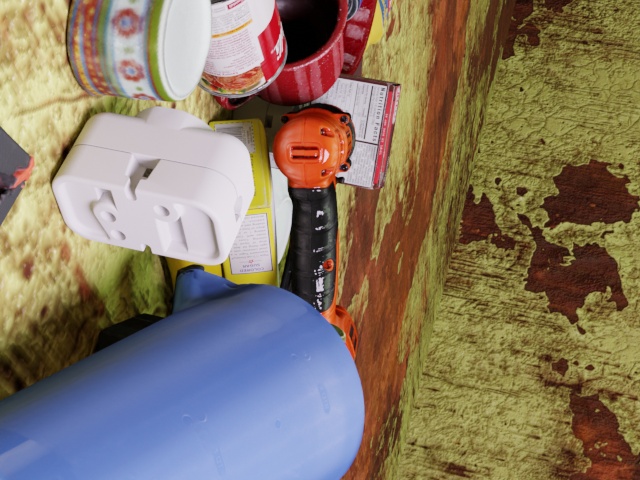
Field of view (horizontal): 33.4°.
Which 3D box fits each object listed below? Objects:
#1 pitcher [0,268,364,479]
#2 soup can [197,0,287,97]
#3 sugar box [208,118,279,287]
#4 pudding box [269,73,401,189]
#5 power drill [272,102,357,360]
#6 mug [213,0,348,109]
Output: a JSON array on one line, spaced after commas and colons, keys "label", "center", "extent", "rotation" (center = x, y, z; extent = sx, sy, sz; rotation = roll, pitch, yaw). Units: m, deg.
[{"label": "pitcher", "center": [-0.085, 0.121, 0.530], "extent": [0.242, 0.149, 0.145], "rotation": [-22, 131, -57]}, {"label": "soup can", "center": [-0.061, -0.143, 0.657], "extent": [0.102, 0.068, 0.068], "rotation": [75, 29, -65]}, {"label": "sugar box", "center": [-0.056, 0.001, 0.818], "extent": [0.176, 0.048, 0.093], "rotation": [91, -6, -49]}, {"label": "pudding box", "center": [0.006, -0.097, 0.898], "extent": [0.039, 0.114, 0.090], "rotation": [-16, 118, -69]}, {"label": "power drill", "center": [-0.001, -0.008, 0.793], "extent": [0.184, 0.057, 0.188], "rotation": [-53, 142, -77]}, {"label": "mug", "center": [-0.033, -0.140, 0.773], "extent": [0.117, 0.093, 0.081], "rotation": [-49, 167, -9]}]
